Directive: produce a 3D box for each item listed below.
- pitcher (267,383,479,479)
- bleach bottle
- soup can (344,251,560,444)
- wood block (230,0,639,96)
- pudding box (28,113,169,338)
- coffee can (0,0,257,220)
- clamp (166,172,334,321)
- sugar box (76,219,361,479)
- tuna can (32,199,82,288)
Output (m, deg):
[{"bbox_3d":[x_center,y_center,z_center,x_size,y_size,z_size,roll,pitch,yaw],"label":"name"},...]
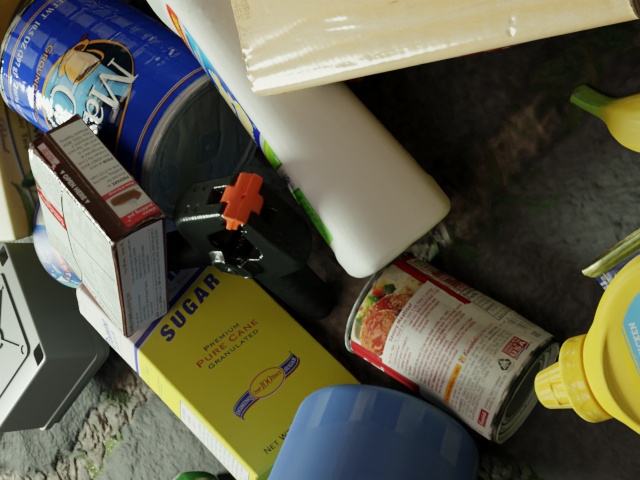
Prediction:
[{"bbox_3d":[0.002,0.206,0.555,0.149,0.242,0.145,-8,136,36],"label":"pitcher"},{"bbox_3d":[-0.032,-0.096,0.584,0.068,0.102,0.251,-39,91,-2],"label":"bleach bottle"},{"bbox_3d":[0.074,0.059,0.602,0.102,0.068,0.069,31,119,25],"label":"soup can"},{"bbox_3d":[0.058,-0.123,0.447,0.207,0.090,0.090,-2,104,49],"label":"wood block"},{"bbox_3d":[-0.130,-0.006,0.638,0.090,0.039,0.113,46,155,21],"label":"pudding box"},{"bbox_3d":[-0.120,-0.091,0.679,0.140,0.102,0.103,34,121,25],"label":"coffee can"},{"bbox_3d":[-0.054,0.001,0.618,0.120,0.171,0.039,10,69,8],"label":"clamp"},{"bbox_3d":[-0.068,0.068,0.689,0.176,0.093,0.048,43,153,17],"label":"sugar box"},{"bbox_3d":[-0.156,-0.008,0.741,0.034,0.085,0.086,1,104,38],"label":"tuna can"}]
